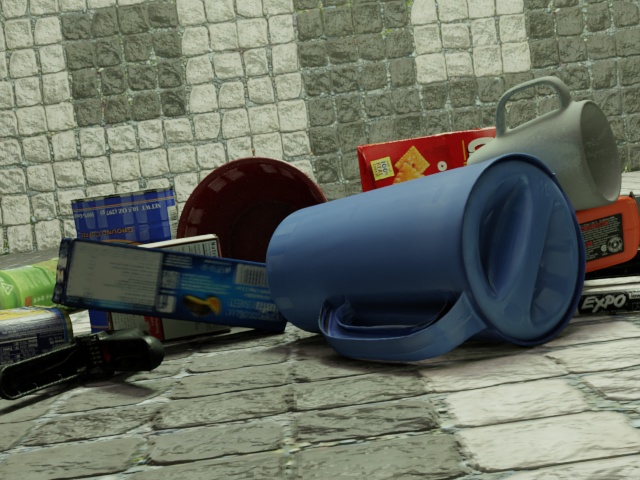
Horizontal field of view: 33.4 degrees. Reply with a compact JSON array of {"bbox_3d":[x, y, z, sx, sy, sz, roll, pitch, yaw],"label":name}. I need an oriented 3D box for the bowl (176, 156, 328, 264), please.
[{"bbox_3d":[-0.057,0.001,1.044,0.162,0.162,0.055,-6,-7,14],"label":"bowl"}]

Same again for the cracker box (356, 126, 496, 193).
[{"bbox_3d":[0.169,-0.072,1.552,0.214,0.164,0.072,-7,6,7],"label":"cracker box"}]

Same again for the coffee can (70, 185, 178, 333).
[{"bbox_3d":[-0.188,0.021,1.064,0.103,0.140,0.103,-8,4,0],"label":"coffee can"}]

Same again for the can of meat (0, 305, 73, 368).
[{"bbox_3d":[-0.264,0.086,0.900,0.083,0.057,0.102,-7,4,-34],"label":"can of meat"}]

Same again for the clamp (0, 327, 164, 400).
[{"bbox_3d":[-0.165,0.087,0.817,0.120,0.039,0.171,-6,4,5],"label":"clamp"}]

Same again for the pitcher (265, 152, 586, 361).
[{"bbox_3d":[0.062,0.022,0.812,0.149,0.145,0.243,7,-10,-39],"label":"pitcher"}]

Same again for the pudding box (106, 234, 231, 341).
[{"bbox_3d":[-0.144,0.047,0.987,0.113,0.090,0.039,-9,5,-12],"label":"pudding box"}]
